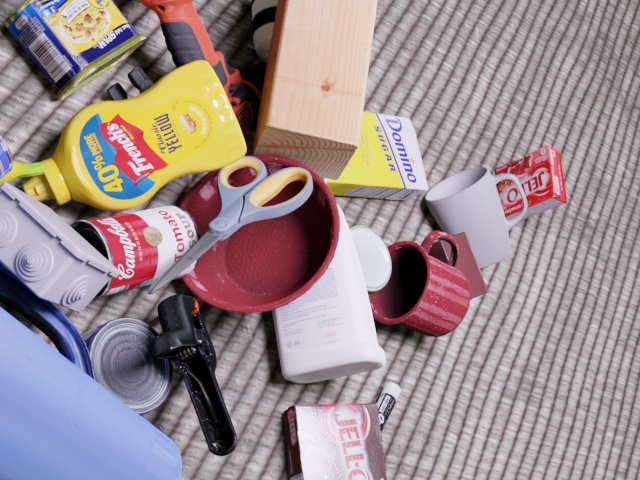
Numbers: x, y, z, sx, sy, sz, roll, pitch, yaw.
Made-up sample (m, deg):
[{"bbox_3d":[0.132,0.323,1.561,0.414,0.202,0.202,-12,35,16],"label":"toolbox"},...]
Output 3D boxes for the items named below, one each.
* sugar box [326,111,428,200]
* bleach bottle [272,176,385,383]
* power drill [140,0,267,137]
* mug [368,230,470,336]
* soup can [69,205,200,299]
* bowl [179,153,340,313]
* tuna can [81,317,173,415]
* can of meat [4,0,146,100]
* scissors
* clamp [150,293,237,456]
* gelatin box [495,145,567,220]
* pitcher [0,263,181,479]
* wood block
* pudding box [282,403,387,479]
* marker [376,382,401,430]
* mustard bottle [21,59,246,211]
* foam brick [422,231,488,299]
[{"bbox_3d":[0.041,-0.096,1.188,0.175,0.048,0.093,-1,73,-42],"label":"sugar box"},{"bbox_3d":[-0.005,0.009,1.059,0.068,0.103,0.251,38,41,-66],"label":"bleach bottle"},{"bbox_3d":[-0.103,-0.190,1.043,0.184,0.057,0.187,-55,134,-51],"label":"power drill"},{"bbox_3d":[0.113,0.046,1.153,0.081,0.093,0.117,24,91,-40],"label":"mug"},{"bbox_3d":[-0.164,0.009,0.934,0.102,0.069,0.068,-13,82,-46],"label":"soup can"},{"bbox_3d":[-0.057,0.001,1.008,0.055,0.162,0.162,64,24,-64],"label":"bowl"},{"bbox_3d":[-0.169,0.110,0.909,0.086,0.034,0.086,19,60,-37],"label":"tuna can"},{"bbox_3d":[-0.224,-0.190,0.973,0.084,0.058,0.102,53,45,-9],"label":"can of meat"},{"bbox_3d":[-0.095,-0.022,0.945,0.201,0.096,0.016,-30,138,-30],"label":"scissors"},{"bbox_3d":[-0.114,0.089,0.897,0.171,0.039,0.120,-118,-173,-55],"label":"clamp"},{"bbox_3d":[0.266,-0.071,1.355,0.030,0.089,0.073,17,62,-38],"label":"gelatin box"},{"bbox_3d":[-0.220,0.128,0.790,0.242,0.145,0.149,41,84,-27],"label":"pitcher"},{"bbox_3d":[-0.003,-0.177,1.045,0.090,0.090,0.206,12,69,-9],"label":"wood block"},{"bbox_3d":[0.015,0.213,1.018,0.089,0.039,0.113,2,71,-25],"label":"pudding box"},{"bbox_3d":[0.053,0.195,1.090,0.020,0.020,0.121,48,47,-17],"label":"marker"},{"bbox_3d":[-0.168,-0.080,0.933,0.191,0.058,0.096,-26,101,-13],"label":"mustard bottle"},{"bbox_3d":[0.146,0.037,1.223,0.051,0.053,0.078,-17,84,-46],"label":"foam brick"}]
